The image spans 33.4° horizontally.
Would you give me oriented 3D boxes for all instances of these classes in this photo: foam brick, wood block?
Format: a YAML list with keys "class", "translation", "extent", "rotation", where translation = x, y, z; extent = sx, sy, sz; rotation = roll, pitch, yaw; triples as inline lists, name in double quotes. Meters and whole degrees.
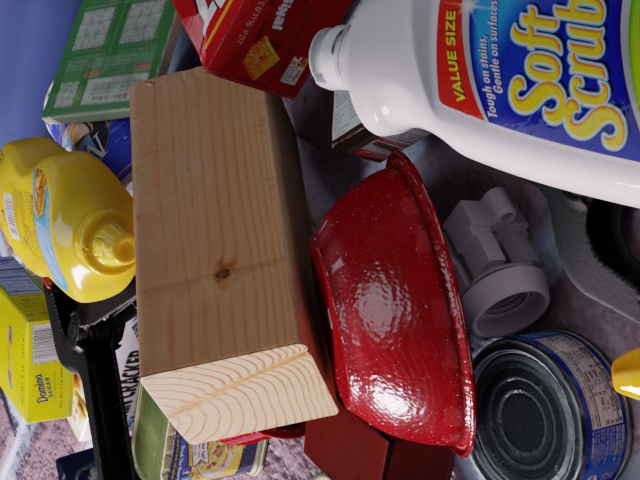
- class: "foam brick"
  translation: [0.033, 0.116, 0.624]
  extent: [0.078, 0.051, 0.053]
  rotation: [33, 122, 49]
- class: "wood block"
  translation: [-0.055, 0.000, 0.628]
  extent: [0.090, 0.091, 0.206]
  rotation: [68, -169, -54]

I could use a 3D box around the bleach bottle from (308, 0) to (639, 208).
- class: "bleach bottle"
  translation: [0.098, -0.061, 0.436]
  extent: [0.251, 0.067, 0.102]
  rotation: [11, 92, 39]

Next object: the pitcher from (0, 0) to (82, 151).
- class: "pitcher"
  translation: [-0.273, -0.140, 0.913]
  extent: [0.145, 0.149, 0.243]
  rotation: [22, 102, 58]

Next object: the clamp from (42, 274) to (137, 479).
- class: "clamp"
  translation: [-0.160, 0.059, 0.778]
  extent: [0.210, 0.036, 0.165]
  rotation: [47, 126, 50]

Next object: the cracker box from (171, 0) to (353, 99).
- class: "cracker box"
  translation: [-0.038, -0.214, 0.624]
  extent: [0.164, 0.072, 0.214]
  rotation: [-57, 40, 30]

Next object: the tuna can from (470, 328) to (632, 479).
- class: "tuna can"
  translation: [0.109, 0.088, 0.526]
  extent: [0.086, 0.033, 0.086]
  rotation: [11, 103, 54]

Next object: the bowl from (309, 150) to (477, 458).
- class: "bowl"
  translation: [0.031, 0.037, 0.552]
  extent: [0.162, 0.055, 0.162]
  rotation: [168, 90, -84]

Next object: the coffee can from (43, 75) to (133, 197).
- class: "coffee can"
  translation: [-0.136, -0.066, 0.800]
  extent: [0.140, 0.102, 0.103]
  rotation: [54, 135, 37]

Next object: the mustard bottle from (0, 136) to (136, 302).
- class: "mustard bottle"
  translation: [-0.159, -0.011, 0.689]
  extent: [0.192, 0.058, 0.096]
  rotation: [19, 119, 58]

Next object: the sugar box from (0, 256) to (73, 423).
- class: "sugar box"
  translation: [-0.266, 0.082, 0.939]
  extent: [0.176, 0.048, 0.093]
  rotation: [25, 114, 53]

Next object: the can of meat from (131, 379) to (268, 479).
- class: "can of meat"
  translation: [-0.085, 0.126, 0.767]
  extent: [0.058, 0.083, 0.102]
  rotation: [37, 124, 47]

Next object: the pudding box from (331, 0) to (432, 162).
- class: "pudding box"
  translation: [0.044, -0.110, 0.569]
  extent: [0.090, 0.039, 0.113]
  rotation: [-27, 55, 55]
